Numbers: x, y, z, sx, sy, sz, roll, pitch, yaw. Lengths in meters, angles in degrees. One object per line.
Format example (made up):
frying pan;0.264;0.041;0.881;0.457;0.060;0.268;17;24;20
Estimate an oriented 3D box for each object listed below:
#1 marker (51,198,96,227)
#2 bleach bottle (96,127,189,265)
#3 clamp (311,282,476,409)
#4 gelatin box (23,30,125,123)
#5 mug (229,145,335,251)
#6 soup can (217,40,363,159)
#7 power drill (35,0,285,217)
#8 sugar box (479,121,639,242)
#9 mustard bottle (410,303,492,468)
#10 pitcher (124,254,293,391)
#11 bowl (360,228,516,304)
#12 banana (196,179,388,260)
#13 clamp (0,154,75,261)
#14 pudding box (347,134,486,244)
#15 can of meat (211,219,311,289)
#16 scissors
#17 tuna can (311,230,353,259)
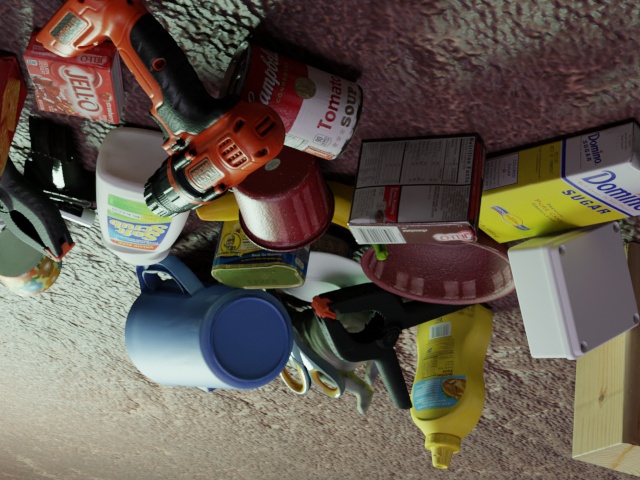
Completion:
marker;-0.303;-0.043;1.160;0.121;0.020;0.020;22;152;-25
bleach bottle;-0.178;-0.028;1.100;0.102;0.068;0.251;12;157;-5
clamp;0.078;0.091;1.170;0.209;0.164;0.036;31;-173;-40
gelatin box;-0.208;-0.138;0.913;0.073;0.030;0.089;10;155;-1
mug;-0.048;-0.053;0.978;0.117;0.093;0.081;20;155;20
soup can;-0.025;-0.112;0.861;0.102;0.068;0.069;18;154;-19
power drill;-0.131;-0.109;0.824;0.187;0.057;0.185;49;142;-12
sugar box;0.213;-0.047;0.940;0.177;0.048;0.093;-11;150;40
mustard bottle;0.150;0.170;1.249;0.096;0.191;0.058;-16;145;42
pitcher;-0.132;0.098;1.213;0.149;0.145;0.243;18;169;-25
bowl;0.123;0.009;1.078;0.162;0.055;0.162;8;155;3
banana;-0.020;-0.033;1.029;0.198;0.069;0.037;11;135;18
clamp;-0.318;-0.049;1.067;0.120;0.039;0.171;-5;124;53
pudding box;0.085;-0.045;0.938;0.114;0.090;0.039;0;152;21
can of meat;-0.057;0.001;1.092;0.102;0.084;0.057;-4;152;25
scissors;-0.017;0.119;1.218;0.096;0.016;0.202;20;143;19
tuna can;-0.007;0.019;1.169;0.086;0.033;0.086;8;155;3
